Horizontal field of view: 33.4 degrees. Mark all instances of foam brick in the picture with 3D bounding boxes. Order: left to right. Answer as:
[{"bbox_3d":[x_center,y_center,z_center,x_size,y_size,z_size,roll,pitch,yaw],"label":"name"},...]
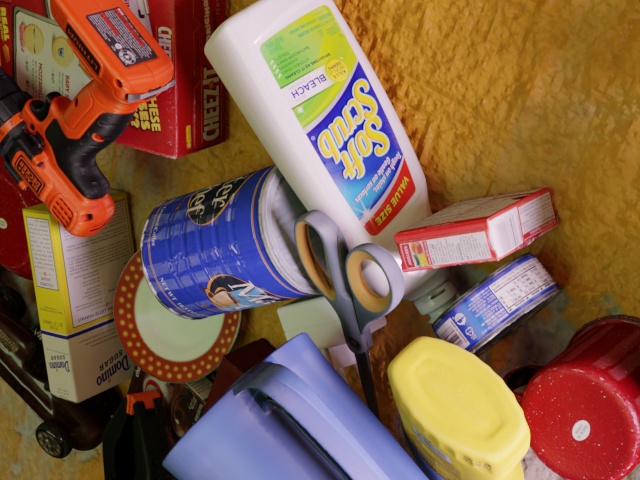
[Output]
[{"bbox_3d":[-0.058,0.132,0.899,0.051,0.052,0.078,37,123,24],"label":"foam brick"}]

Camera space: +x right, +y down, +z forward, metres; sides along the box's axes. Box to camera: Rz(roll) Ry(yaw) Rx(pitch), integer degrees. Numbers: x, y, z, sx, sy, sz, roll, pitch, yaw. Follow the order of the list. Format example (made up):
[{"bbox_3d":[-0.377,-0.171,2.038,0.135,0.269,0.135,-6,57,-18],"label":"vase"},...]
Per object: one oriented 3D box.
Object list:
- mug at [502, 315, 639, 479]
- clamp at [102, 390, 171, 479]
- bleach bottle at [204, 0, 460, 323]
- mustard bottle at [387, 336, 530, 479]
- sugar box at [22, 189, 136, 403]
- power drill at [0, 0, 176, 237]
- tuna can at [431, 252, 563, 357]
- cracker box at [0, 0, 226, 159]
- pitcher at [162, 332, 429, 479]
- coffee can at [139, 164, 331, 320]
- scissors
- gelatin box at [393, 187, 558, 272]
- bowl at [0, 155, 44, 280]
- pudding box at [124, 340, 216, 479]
[{"bbox_3d":[0.170,0.102,0.686,0.117,0.081,0.093,11,111,36],"label":"mug"},{"bbox_3d":[-0.179,0.230,0.983,0.165,0.036,0.210,21,112,48],"label":"clamp"},{"bbox_3d":[0.026,-0.058,0.753,0.251,0.102,0.068,56,156,-2],"label":"bleach bottle"},{"bbox_3d":[0.096,0.141,0.726,0.096,0.058,0.191,39,163,26],"label":"mustard bottle"},{"bbox_3d":[-0.210,0.048,0.967,0.048,0.093,0.176,10,110,37],"label":"sugar box"},{"bbox_3d":[-0.204,-0.117,0.841,0.184,0.057,0.188,49,134,6],"label":"power drill"},{"bbox_3d":[0.116,0.046,0.709,0.034,0.085,0.086,54,129,13],"label":"tuna can"},{"bbox_3d":[-0.176,-0.171,0.883,0.214,0.071,0.164,16,116,33],"label":"cracker box"},{"bbox_3d":[0.021,0.185,0.704,0.243,0.149,0.145,46,109,10],"label":"pitcher"},{"bbox_3d":[-0.055,0.001,0.821,0.141,0.102,0.103,-14,95,41],"label":"coffee can"},{"bbox_3d":[0.038,0.066,0.746,0.096,0.016,0.201,9,131,48],"label":"scissors"},{"bbox_3d":[0.103,-0.007,0.700,0.073,0.089,0.030,-9,100,40],"label":"gelatin box"},{"bbox_3d":[-0.285,-0.025,1.028,0.162,0.055,0.162,14,113,36],"label":"bowl"},{"bbox_3d":[-0.135,0.155,0.977,0.090,0.039,0.114,38,124,25],"label":"pudding box"}]
